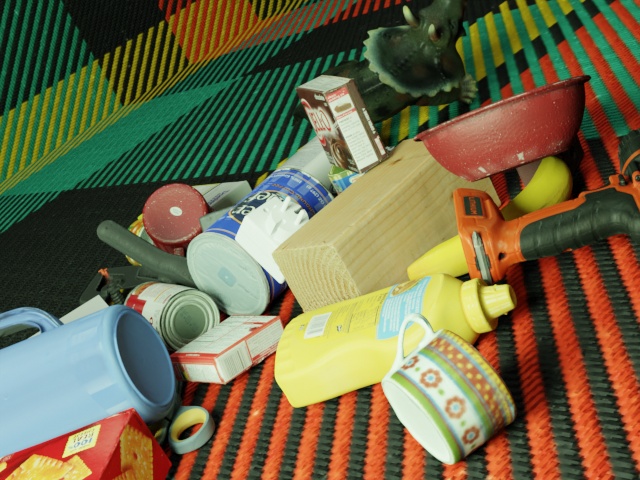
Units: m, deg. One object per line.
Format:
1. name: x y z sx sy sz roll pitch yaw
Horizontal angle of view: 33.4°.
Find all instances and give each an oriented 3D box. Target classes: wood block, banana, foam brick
1. wood block: 0.065 -0.012 1.001 0.091 0.090 0.205 -7 28 51
2. banana: 0.165 -0.018 0.953 0.197 0.037 0.070 -39 22 -22
3. foam brick: 0.215 -0.100 1.039 0.051 0.078 0.052 -13 24 34

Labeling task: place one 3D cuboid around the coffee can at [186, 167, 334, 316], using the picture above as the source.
1. coffee can: -0.057 0.001 1.122 0.103 0.103 0.140 -10 26 45

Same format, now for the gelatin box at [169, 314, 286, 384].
1. gelatin box: -0.084 0.101 0.991 0.073 0.030 0.089 -5 20 47

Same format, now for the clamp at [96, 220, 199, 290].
1. clamp: -0.163 0.038 1.192 0.172 0.120 0.039 27 78 19

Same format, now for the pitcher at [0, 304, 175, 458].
1. pitcher: -0.257 0.140 0.954 0.243 0.149 0.145 -25 12 16

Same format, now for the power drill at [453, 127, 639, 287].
1. power drill: 0.204 -0.031 0.859 0.188 0.057 0.184 -15 21 12

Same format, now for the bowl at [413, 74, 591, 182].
1. bowl: 0.166 -0.091 0.932 0.162 0.055 0.162 -19 -1 0

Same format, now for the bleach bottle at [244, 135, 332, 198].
1. bleach bottle: -0.048 -0.053 1.325 0.250 0.068 0.103 -39 19 -23

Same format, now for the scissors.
1. scissors: -0.121 0.146 0.963 0.096 0.016 0.201 -19 20 22

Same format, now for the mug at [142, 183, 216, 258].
1. mug: -0.171 -0.009 1.312 0.093 0.117 0.081 -4 -20 5

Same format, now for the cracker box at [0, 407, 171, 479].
1. cracker box: -0.218 0.230 0.787 0.164 0.072 0.213 -23 19 18

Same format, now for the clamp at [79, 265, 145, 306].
1. clamp: -0.258 0.076 1.320 0.164 0.036 0.210 -32 20 -17

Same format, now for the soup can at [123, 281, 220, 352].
1. soup can: -0.155 0.080 1.110 0.068 0.068 0.102 -37 20 -25

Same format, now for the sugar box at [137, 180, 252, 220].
1. sugar box: -0.174 -0.040 1.503 0.093 0.048 0.177 -39 24 -30

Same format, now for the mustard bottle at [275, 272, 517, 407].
1. mustard bottle: 0.061 0.070 0.834 0.192 0.058 0.096 -20 21 25

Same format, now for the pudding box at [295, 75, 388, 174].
1. pudding box: 0.020 -0.118 1.073 0.039 0.090 0.114 -30 16 -11
